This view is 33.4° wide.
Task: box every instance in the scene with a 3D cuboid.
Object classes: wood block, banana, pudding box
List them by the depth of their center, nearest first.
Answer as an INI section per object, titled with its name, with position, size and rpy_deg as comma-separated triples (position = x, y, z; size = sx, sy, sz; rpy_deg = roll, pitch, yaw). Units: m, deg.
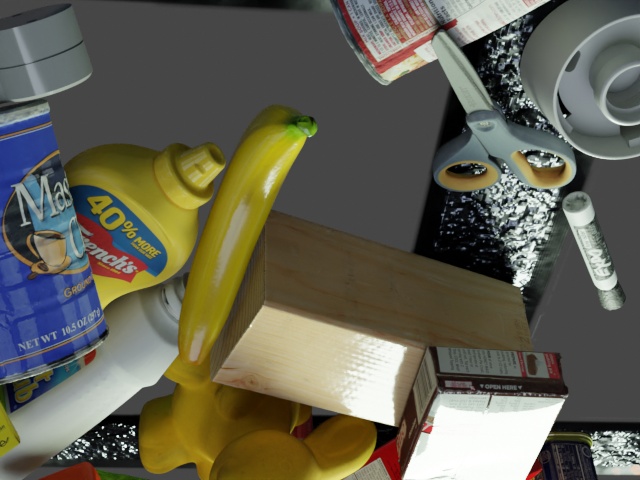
[banana]
position = -0.051, -0.012, 0.662
size = 0.037, 0.069, 0.198
rpy_deg = 21, 122, -8
[pudding box]
position = 0.105, 0.119, 0.714
size = 0.090, 0.039, 0.114
rpy_deg = 3, 138, -8
[wood block]
position = 0.036, 0.063, 0.743
size = 0.205, 0.090, 0.091
rpy_deg = 17, 134, -20

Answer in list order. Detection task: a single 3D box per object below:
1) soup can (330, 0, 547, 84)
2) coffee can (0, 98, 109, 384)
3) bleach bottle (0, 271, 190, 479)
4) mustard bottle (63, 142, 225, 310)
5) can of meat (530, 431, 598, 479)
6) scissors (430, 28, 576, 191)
[soup can]
position = 0.063, -0.132, 0.545
size = 0.102, 0.068, 0.068
rpy_deg = -25, 134, 22
[coffee can]
position = -0.187, 0.000, 0.604
size = 0.103, 0.102, 0.140
rpy_deg = -11, 102, 8
[bleach bottle]
position = -0.179, 0.093, 0.771
size = 0.251, 0.102, 0.068
rpy_deg = -35, 126, 23
[mustard bottle]
position = -0.135, -0.007, 0.676
size = 0.192, 0.058, 0.096
rpy_deg = -31, 114, 26
[can of meat]
position = 0.212, 0.232, 0.945
size = 0.057, 0.084, 0.102
rpy_deg = 3, 138, -7
[scissors]
position = 0.080, -0.065, 0.615
size = 0.096, 0.016, 0.201
rpy_deg = -13, 156, 35
